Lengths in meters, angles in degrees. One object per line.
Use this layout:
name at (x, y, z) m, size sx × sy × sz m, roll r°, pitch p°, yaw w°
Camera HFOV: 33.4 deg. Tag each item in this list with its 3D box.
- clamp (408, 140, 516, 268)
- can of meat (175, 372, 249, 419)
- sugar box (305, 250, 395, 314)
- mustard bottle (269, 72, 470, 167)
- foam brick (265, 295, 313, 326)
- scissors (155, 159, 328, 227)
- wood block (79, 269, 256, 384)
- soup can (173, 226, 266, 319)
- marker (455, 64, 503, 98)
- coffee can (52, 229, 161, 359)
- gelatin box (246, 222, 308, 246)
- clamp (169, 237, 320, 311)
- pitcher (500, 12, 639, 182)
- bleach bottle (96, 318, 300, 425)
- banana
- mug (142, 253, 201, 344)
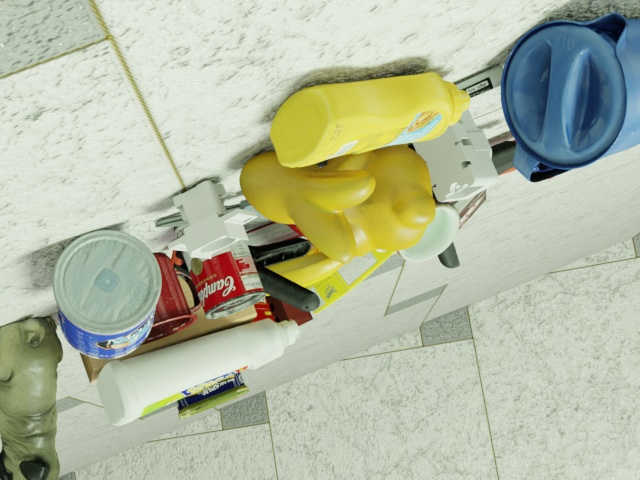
clamp at (0.121, -0.046, 1.178) m, size 0.209 × 0.036 × 0.165 m, roll 5°, pitch 115°, yaw -40°
can of meat at (-0.159, 0.184, 1.448) m, size 0.102 × 0.084 × 0.057 m, roll -21°, pitch 167°, yaw -10°
sugar box at (0.056, 0.025, 1.444) m, size 0.175 × 0.048 × 0.093 m, roll -35°, pitch 179°, yaw -37°
mustard bottle at (0.057, -0.110, 0.929) m, size 0.191 × 0.058 × 0.096 m, roll -14°, pitch 167°, yaw -35°
foam brick at (-0.058, 0.096, 1.606) m, size 0.051 × 0.078 × 0.053 m, roll -11°, pitch 164°, yaw -48°
scissors at (-0.061, -0.047, 1.085) m, size 0.201 × 0.016 × 0.096 m, roll 1°, pitch 133°, yaw -22°
wood block at (-0.196, 0.093, 1.308) m, size 0.205 × 0.091 × 0.090 m, roll -18°, pitch 167°, yaw -19°
soup can at (-0.107, 0.023, 1.125) m, size 0.068 × 0.102 × 0.068 m, roll -21°, pitch 168°, yaw -5°
marker at (0.120, -0.136, 1.026) m, size 0.121 × 0.020 × 0.020 m, roll -23°, pitch 168°, yaw 7°
coffee can at (-0.217, 0.058, 1.081) m, size 0.102 × 0.103 × 0.140 m, roll -19°, pitch 168°, yaw -16°
gelatin box at (-0.058, 0.002, 1.296) m, size 0.089 × 0.030 × 0.073 m, roll -21°, pitch 167°, yaw -5°
clamp at (-0.079, 0.034, 1.194) m, size 0.171 × 0.120 × 0.039 m, roll 1°, pitch 121°, yaw -18°
pitcher at (0.291, -0.144, 1.029) m, size 0.242 × 0.145 × 0.149 m, roll -15°, pitch -172°, yaw -42°
bleach bottle at (-0.135, 0.143, 1.270) m, size 0.250 × 0.068 × 0.103 m, roll -18°, pitch 167°, yaw -27°
banana at (-0.052, 0.040, 1.336) m, size 0.198 × 0.037 × 0.069 m, roll -7°, pitch -143°, yaw 44°
mug at (-0.187, 0.064, 1.216) m, size 0.117 × 0.081 × 0.093 m, roll -12°, pitch 165°, yaw -39°
